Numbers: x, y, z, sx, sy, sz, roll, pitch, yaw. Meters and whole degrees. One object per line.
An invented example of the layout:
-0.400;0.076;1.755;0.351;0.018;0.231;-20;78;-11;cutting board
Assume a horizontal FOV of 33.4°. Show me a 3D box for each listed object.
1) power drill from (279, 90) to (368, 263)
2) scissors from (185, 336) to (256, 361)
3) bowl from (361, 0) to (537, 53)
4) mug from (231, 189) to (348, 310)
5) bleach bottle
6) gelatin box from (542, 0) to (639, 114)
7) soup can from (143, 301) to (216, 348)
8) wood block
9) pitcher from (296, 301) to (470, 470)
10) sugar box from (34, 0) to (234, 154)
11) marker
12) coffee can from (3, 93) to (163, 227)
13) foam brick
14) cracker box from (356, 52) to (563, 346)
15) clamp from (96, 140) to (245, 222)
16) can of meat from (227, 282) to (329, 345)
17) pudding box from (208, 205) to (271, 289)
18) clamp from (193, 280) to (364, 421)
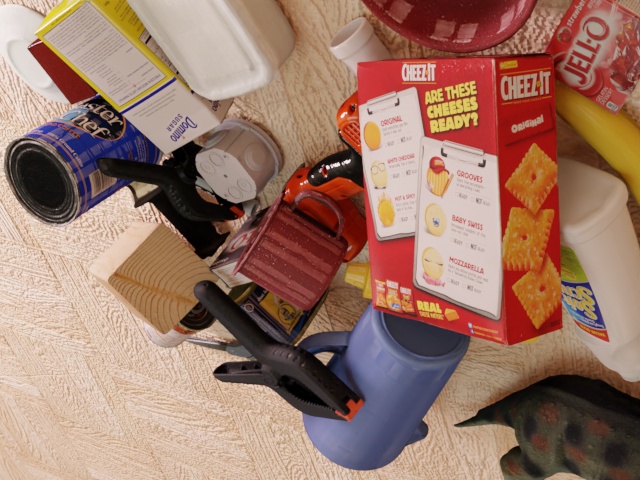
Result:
0.058;-0.043;1.014;0.184;0.057;0.188;43;144;-9;power drill
-0.111;0.132;1.408;0.202;0.016;0.096;18;140;26;scissors
0.092;-0.217;0.773;0.162;0.055;0.162;24;144;18;bowl
-0.020;0.005;1.019;0.081;0.093;0.117;31;110;-6;mug
0.244;0.042;0.918;0.103;0.068;0.250;33;162;50;bleach bottle
0.208;-0.143;0.780;0.073;0.030;0.089;33;146;6;gelatin box
-0.181;0.096;1.381;0.068;0.068;0.102;43;146;-9;soup can
-0.199;0.039;1.243;0.090;0.090;0.206;46;169;-14;wood block
0.062;0.143;1.164;0.145;0.149;0.243;56;148;22;pitcher
-0.176;-0.167;1.024;0.094;0.048;0.176;-21;127;42;sugar box
-0.124;-0.061;1.184;0.121;0.020;0.020;27;145;14;marker
-0.249;-0.090;1.135;0.103;0.140;0.103;17;126;25;coffee can
-0.257;-0.191;1.119;0.051;0.053;0.078;-7;127;46;foam brick
0.110;-0.039;0.849;0.164;0.071;0.214;11;109;54;cracker box
-0.152;-0.070;1.113;0.171;0.120;0.039;50;155;-21;clamp
-0.047;0.062;1.192;0.084;0.102;0.058;44;145;-14;can of meat
-0.057;0.001;1.137;0.039;0.090;0.114;47;145;-16;pudding box
-0.048;0.141;1.153;0.210;0.036;0.164;30;147;20;clamp
